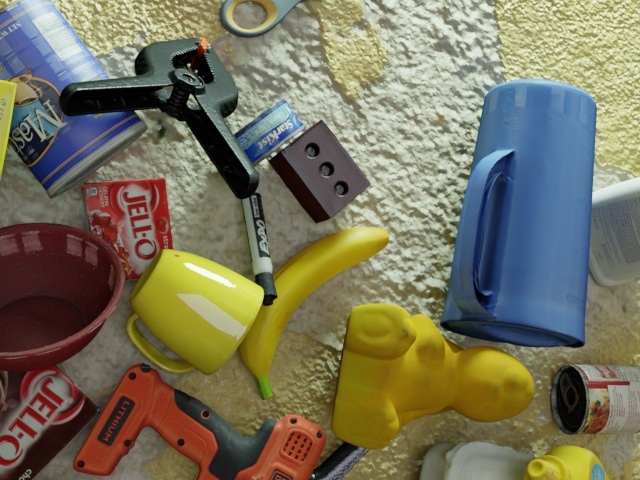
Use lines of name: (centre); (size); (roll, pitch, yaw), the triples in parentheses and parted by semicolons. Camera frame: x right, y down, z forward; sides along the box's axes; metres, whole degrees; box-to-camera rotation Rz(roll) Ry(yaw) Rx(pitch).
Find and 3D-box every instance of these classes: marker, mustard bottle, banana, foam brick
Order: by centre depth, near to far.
marker: (-0.056, 0.001, 0.962); (0.020, 0.020, 0.121); (-3, 68, -17)
mustard bottle: (0.232, 0.242, 0.977); (0.191, 0.058, 0.096); (45, 61, -45)
banana: (-0.016, 0.049, 0.983); (0.069, 0.037, 0.197); (46, 75, -28)
foam brick: (-0.001, -0.062, 0.986); (0.053, 0.051, 0.078); (-40, 97, -16)

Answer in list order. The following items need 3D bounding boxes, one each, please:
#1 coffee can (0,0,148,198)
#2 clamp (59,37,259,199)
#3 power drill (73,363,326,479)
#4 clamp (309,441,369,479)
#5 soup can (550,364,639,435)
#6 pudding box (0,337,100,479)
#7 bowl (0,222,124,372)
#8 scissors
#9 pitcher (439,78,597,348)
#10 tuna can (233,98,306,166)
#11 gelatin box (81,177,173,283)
coffee can: (-0.228, -0.121, 0.896); (0.102, 0.103, 0.140); (-39, 97, -16)
clamp: (-0.126, -0.123, 0.888); (0.164, 0.210, 0.036); (23, 120, -17)
power drill: (-0.111, 0.205, 0.910); (0.187, 0.057, 0.184); (29, 78, -2)
clamp: (-0.002, 0.249, 0.966); (0.171, 0.039, 0.120); (-20, 87, -11)
soup can: (0.287, 0.156, 1.046); (0.102, 0.069, 0.068); (2, 84, -17)
pudding box: (-0.254, 0.152, 0.890); (0.090, 0.039, 0.113); (43, 75, 2)
bowl: (-0.240, 0.056, 0.876); (0.162, 0.162, 0.055); (-15, 133, -18)
scissors: (-0.011, -0.223, 1.017); (0.201, 0.016, 0.096); (15, 83, -15)
pitcher: (0.188, -0.025, 0.998); (0.145, 0.149, 0.243); (10, 79, -5)
tuna can: (-0.056, -0.089, 0.954); (0.086, 0.086, 0.034); (-39, 95, -16)
gelatin box: (-0.169, -0.009, 0.942); (0.073, 0.030, 0.089); (-5, 87, -18)
